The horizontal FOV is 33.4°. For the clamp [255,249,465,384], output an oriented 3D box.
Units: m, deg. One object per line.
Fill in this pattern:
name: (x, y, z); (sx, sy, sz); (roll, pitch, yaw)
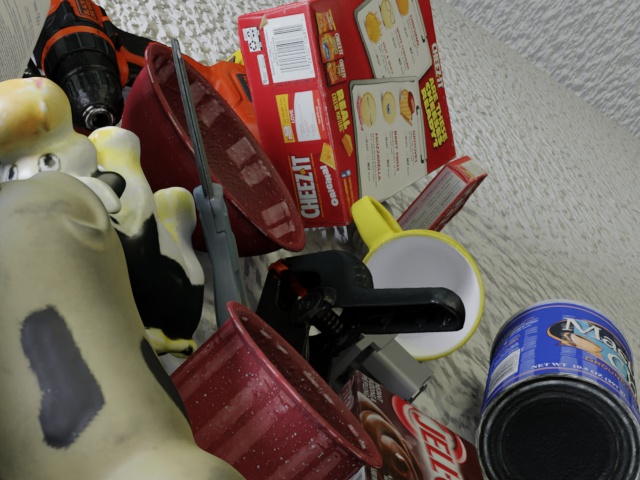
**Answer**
clamp: (0.013, 0.043, 0.603); (0.039, 0.120, 0.171); (57, 3, -29)

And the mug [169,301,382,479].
mug: (-0.029, 0.091, 0.454); (0.093, 0.081, 0.117); (48, 2, 37)

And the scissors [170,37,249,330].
scissors: (-0.054, 0.001, 0.549); (0.202, 0.016, 0.096); (82, -2, -55)

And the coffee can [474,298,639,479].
coffee can: (0.160, 0.109, 0.713); (0.103, 0.103, 0.140); (38, 20, 1)

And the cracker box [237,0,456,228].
cracker box: (0.027, -0.117, 0.851); (0.213, 0.072, 0.164); (-33, 116, -56)

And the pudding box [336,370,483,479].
pudding box: (0.047, 0.130, 0.574); (0.090, 0.039, 0.113); (33, 21, -14)

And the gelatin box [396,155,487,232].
gelatin box: (0.103, -0.030, 0.939); (0.030, 0.089, 0.073); (43, 21, 10)

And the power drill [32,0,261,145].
power drill: (-0.122, -0.115, 0.797); (0.187, 0.057, 0.184); (23, 28, -37)

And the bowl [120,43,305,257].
bowl: (-0.078, -0.045, 0.685); (0.162, 0.055, 0.162); (51, 12, -16)
